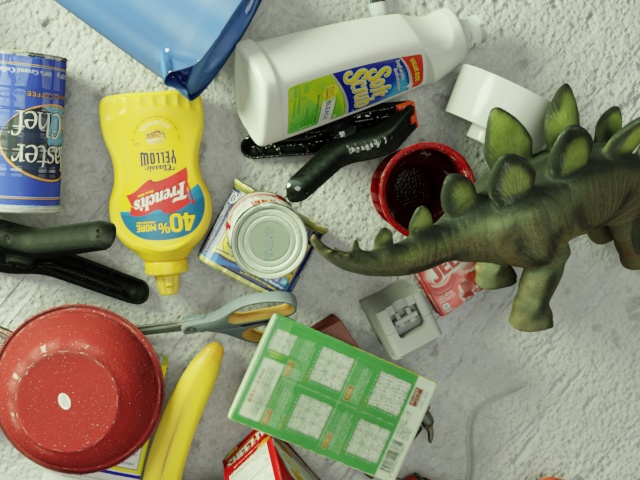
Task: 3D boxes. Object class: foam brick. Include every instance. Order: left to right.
[{"bbox_3d":[-0.003,0.115,1.047,0.078,0.051,0.053,-31,98,-5],"label":"foam brick"}]

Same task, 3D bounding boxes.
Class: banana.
[{"bbox_3d":[-0.137,0.194,1.026,0.037,0.069,0.198,17,96,12],"label":"banana"}]

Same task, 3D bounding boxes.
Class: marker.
[{"bbox_3d":[0.051,-0.250,1.039,0.020,0.020,0.121,-14,97,-7],"label":"marker"}]

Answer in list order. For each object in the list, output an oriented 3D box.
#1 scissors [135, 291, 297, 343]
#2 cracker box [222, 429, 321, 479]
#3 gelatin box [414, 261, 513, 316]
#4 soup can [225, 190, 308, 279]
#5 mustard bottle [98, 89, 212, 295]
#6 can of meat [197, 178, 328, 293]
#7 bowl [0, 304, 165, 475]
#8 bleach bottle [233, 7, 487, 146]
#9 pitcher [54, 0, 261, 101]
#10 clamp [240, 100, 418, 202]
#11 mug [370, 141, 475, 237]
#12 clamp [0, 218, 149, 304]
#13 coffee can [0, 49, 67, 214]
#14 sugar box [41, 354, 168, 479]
[{"bbox_3d":[-0.109,0.088,1.040,0.202,0.096,0.016,-15,56,19],"label":"scissors"},{"bbox_3d":[-0.013,0.271,0.977,0.072,0.214,0.164,-41,99,-2],"label":"cracker box"},{"bbox_3d":[0.138,0.022,1.070,0.089,0.030,0.073,-32,99,-5],"label":"gelatin box"},{"bbox_3d":[-0.049,-0.006,0.945,0.068,0.102,0.068,-1,98,-7],"label":"soup can"},{"bbox_3d":[-0.152,-0.044,1.008,0.096,0.058,0.191,-6,96,-13],"label":"mustard bottle"},{"bbox_3d":[-0.057,0.001,1.027,0.102,0.057,0.084,28,92,-10],"label":"can of meat"},{"bbox_3d":[-0.225,0.141,0.970,0.162,0.055,0.162,0,94,-2],"label":"bowl"},{"bbox_3d":[0.045,-0.169,0.995,0.250,0.103,0.068,-21,59,-18],"label":"bleach bottle"},{"bbox_3d":[-0.171,-0.249,0.954,0.243,0.149,0.145,34,97,-2],"label":"pitcher"},{"bbox_3d":[0.010,-0.096,1.021,0.171,0.120,0.039,-26,133,-25],"label":"clamp"},{"bbox_3d":[0.106,-0.047,1.033,0.117,0.081,0.093,6,94,-9],"label":"mug"},{"bbox_3d":[-0.262,0.006,0.962,0.210,0.165,0.036,12,68,-1],"label":"clamp"},{"bbox_3d":[-0.283,-0.097,0.961,0.102,0.103,0.140,3,94,-9],"label":"coffee can"},{"bbox_3d":[-0.211,0.190,1.027,0.093,0.048,0.176,14,95,-8],"label":"sugar box"}]
